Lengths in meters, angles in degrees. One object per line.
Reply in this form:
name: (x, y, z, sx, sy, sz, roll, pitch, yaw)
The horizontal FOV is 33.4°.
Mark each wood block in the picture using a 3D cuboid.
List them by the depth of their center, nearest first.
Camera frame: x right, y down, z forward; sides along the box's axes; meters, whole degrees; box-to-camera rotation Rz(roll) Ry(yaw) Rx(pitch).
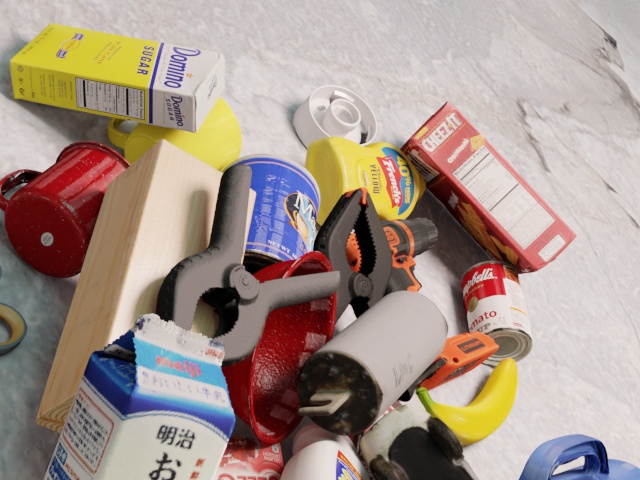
wood block: (-0.122, 0.043, 0.774, 0.090, 0.090, 0.206, 30, 50, -27)

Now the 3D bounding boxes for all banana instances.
banana: (0.163, 0.169, 1.095, 0.197, 0.037, 0.069, -6, 90, -55)

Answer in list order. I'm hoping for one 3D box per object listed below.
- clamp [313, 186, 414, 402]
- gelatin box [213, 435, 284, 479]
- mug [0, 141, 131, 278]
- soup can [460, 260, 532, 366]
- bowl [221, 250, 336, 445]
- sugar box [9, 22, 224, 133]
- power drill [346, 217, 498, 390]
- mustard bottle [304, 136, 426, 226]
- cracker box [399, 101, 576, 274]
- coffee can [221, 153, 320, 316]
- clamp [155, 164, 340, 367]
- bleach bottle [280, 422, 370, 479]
clamp: (0.038, 0.054, 1.036, 0.164, 0.036, 0.210, 23, 66, -37)
gelatin box: (-0.067, 0.191, 0.845, 0.089, 0.030, 0.073, 19, 43, -34)
mug: (-0.212, -0.027, 0.872, 0.117, 0.093, 0.081, 24, 37, 12)
soup can: (0.199, 0.083, 1.210, 0.068, 0.069, 0.102, 26, 39, -27)
bowl: (-0.043, 0.082, 0.876, 0.055, 0.162, 0.161, 12, 27, 22)
sugar box: (-0.184, -0.152, 0.982, 0.176, 0.048, 0.093, 9, 36, 9)
power drill: (0.107, 0.060, 1.146, 0.184, 0.057, 0.188, -16, 65, -49)
mustard bottle: (0.061, -0.064, 1.209, 0.191, 0.058, 0.096, -1, 81, -52)
cracker box: (0.190, -0.055, 1.273, 0.213, 0.072, 0.164, 46, -3, 1)
coffee can: (-0.056, 0.001, 0.987, 0.102, 0.103, 0.140, 32, 37, -20)
clamp: (-0.053, 0.037, 0.745, 0.120, 0.039, 0.171, 39, 52, -12)
bleach bottle: (0.004, 0.201, 0.819, 0.102, 0.068, 0.251, 54, 7, -14)
